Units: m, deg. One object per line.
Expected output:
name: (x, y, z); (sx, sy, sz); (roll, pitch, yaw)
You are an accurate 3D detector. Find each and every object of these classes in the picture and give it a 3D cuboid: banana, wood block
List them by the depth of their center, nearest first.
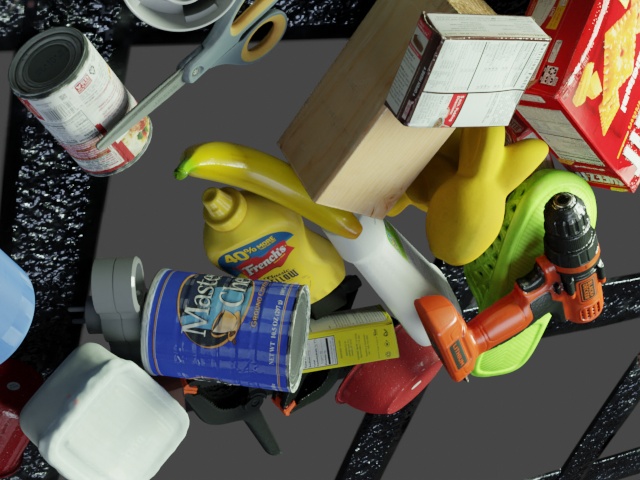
wood block: (0.065, -0.129, 0.937); (0.090, 0.090, 0.206); (12, 126, -42)
banana: (-0.050, -0.049, 0.953); (0.197, 0.069, 0.037); (16, 135, -31)

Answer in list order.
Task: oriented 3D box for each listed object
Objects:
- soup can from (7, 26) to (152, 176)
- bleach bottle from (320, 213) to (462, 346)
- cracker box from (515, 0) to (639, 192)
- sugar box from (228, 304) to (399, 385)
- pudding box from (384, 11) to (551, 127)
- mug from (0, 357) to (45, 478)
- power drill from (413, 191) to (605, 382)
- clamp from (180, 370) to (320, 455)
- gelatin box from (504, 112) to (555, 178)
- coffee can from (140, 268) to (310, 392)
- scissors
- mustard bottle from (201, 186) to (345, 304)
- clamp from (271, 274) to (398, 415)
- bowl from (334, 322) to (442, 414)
soup can: (-0.181, -0.104, 0.810); (0.068, 0.068, 0.102); (-33, 142, 1)
bleach bottle: (0.062, 0.014, 1.103); (0.068, 0.103, 0.250); (-35, 137, 9)
cracker box: (0.262, -0.162, 0.997); (0.213, 0.072, 0.164); (33, 78, -49)
sugar box: (-0.014, 0.107, 1.109); (0.176, 0.093, 0.048); (-11, 98, -4)
pudding box: (0.118, -0.136, 0.860); (0.113, 0.039, 0.090); (-6, 135, -31)
mug: (-0.317, 0.157, 1.003); (0.117, 0.093, 0.082); (30, 112, -10)
power drill: (0.189, 0.050, 1.043); (0.187, 0.057, 0.184); (-27, 136, -1)
clamp: (-0.082, 0.182, 1.220); (0.209, 0.036, 0.165); (9, 118, -40)
gelatin box: (0.197, -0.106, 1.068); (0.030, 0.073, 0.089); (-34, 143, 2)
coffee can: (-0.087, 0.084, 1.007); (0.140, 0.102, 0.103); (6, 140, 8)
scissors: (-0.090, -0.132, 0.836); (0.201, 0.016, 0.096); (-49, 159, -3)
mustard bottle: (-0.057, 0.002, 1.021); (0.096, 0.058, 0.191); (-23, 144, 17)
clamp: (0.007, 0.118, 1.191); (0.171, 0.039, 0.120); (-44, 131, -11)
bowl: (0.094, 0.153, 1.258); (0.162, 0.055, 0.162); (-39, 160, -17)
